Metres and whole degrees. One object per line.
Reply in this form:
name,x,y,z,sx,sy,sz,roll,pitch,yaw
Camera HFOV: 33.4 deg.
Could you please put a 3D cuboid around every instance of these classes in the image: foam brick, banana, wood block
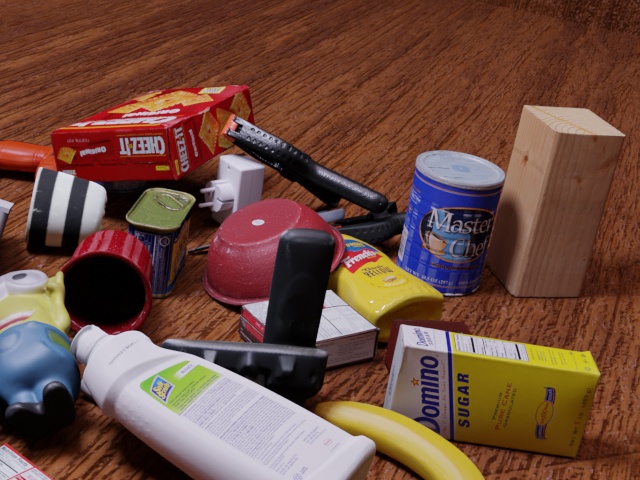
foam brick,0.109,0.112,1.038,0.078,0.051,0.053,3,26,-15
banana,0.077,0.182,0.892,0.069,0.037,0.198,-9,30,-38
wood block,0.270,-0.044,1.251,0.090,0.206,0.091,1,26,-17

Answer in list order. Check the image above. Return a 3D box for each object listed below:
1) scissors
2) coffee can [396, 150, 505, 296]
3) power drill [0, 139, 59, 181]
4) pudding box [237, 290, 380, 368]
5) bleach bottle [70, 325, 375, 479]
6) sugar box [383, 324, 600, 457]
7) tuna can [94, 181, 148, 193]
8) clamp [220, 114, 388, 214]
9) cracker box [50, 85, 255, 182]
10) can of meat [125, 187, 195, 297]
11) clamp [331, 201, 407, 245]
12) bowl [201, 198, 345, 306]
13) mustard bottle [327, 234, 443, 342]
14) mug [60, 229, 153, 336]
scissors,-0.052,-0.013,1.255,0.096,0.016,0.201,-11,4,44
coffee can,0.148,-0.021,1.235,0.102,0.140,0.103,8,24,-4
power drill,-0.398,-0.095,1.300,0.187,0.057,0.184,11,24,3
pudding box,-0.012,0.091,1.059,0.113,0.039,0.090,-10,31,-33
bleach bottle,-0.088,0.137,0.842,0.251,0.068,0.102,30,36,18
sugar box,0.150,0.135,0.954,0.176,0.093,0.048,7,24,-4
tuna can,-0.263,-0.092,1.372,0.086,0.034,0.086,8,24,-4
clamp,-0.029,-0.090,1.317,0.210,0.036,0.165,29,-7,-14
cracker box,-0.198,-0.132,1.302,0.164,0.072,0.213,-1,19,24
can of meat,-0.173,0.002,1.138,0.057,0.084,0.102,11,24,3
clamp,0.083,-0.019,1.311,0.120,0.039,0.171,-4,13,43
bowl,-0.058,0.001,1.147,0.162,0.055,0.162,-13,30,7
mustard bottle,0.040,0.041,1.163,0.096,0.058,0.192,-13,32,-31
mug,-0.217,0.045,1.042,0.117,0.093,0.081,-27,19,7
